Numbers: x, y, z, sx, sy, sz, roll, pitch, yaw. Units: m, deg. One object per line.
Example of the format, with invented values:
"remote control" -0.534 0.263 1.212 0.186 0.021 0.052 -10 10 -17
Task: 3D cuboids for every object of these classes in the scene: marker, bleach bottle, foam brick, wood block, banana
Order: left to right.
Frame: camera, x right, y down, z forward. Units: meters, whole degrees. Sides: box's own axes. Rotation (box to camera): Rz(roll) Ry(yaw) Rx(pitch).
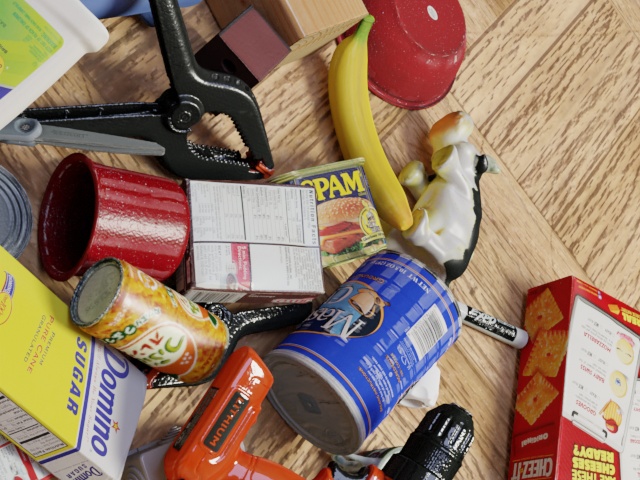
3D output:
"bleach bottle" -0.259 -0.079 0.683 0.251 0.068 0.102 -46 110 -5
"foam brick" -0.073 -0.150 0.893 0.053 0.078 0.051 47 53 -11
"wood block" -0.058 -0.261 0.935 0.090 0.090 0.206 -29 92 -40
"banana" 0.039 -0.100 0.964 0.037 0.070 0.198 -9 83 -23
"marker" 0.148 0.075 1.014 0.121 0.020 0.020 25 61 -28

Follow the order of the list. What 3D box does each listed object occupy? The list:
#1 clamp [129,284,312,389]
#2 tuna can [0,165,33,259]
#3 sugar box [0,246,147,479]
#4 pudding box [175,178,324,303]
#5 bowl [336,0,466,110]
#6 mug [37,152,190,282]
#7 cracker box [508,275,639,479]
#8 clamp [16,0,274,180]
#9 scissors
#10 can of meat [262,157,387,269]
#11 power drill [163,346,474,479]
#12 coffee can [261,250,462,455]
"clamp" -0.091 0.048 0.836 0.171 0.039 0.120 -35 93 -38
"tuna can" -0.248 -0.014 0.745 0.086 0.034 0.086 13 67 -33
"sugar box" -0.192 0.081 0.706 0.176 0.048 0.093 46 34 -30
"pudding box" -0.055 0.001 0.824 0.113 0.039 0.090 3 73 -27
"bowl" 0.091 -0.213 1.050 0.161 0.055 0.162 13 67 -33
"mug" -0.155 -0.019 0.790 0.081 0.093 0.117 10 32 -39
"cracker box" 0.269 0.164 1.039 0.164 0.072 0.213 25 62 -27
"clamp" -0.122 -0.099 0.836 0.209 0.164 0.036 42 10 -40
"scissors" -0.216 -0.090 0.753 0.201 0.016 0.096 -5 54 -13
"can of meat" 0.002 -0.019 0.917 0.101 0.058 0.084 -14 86 -38
"power drill" 0.000 0.156 0.749 0.187 0.057 0.184 36 74 -8
"coffee can" 0.034 0.089 0.863 0.140 0.103 0.103 -42 101 -32
